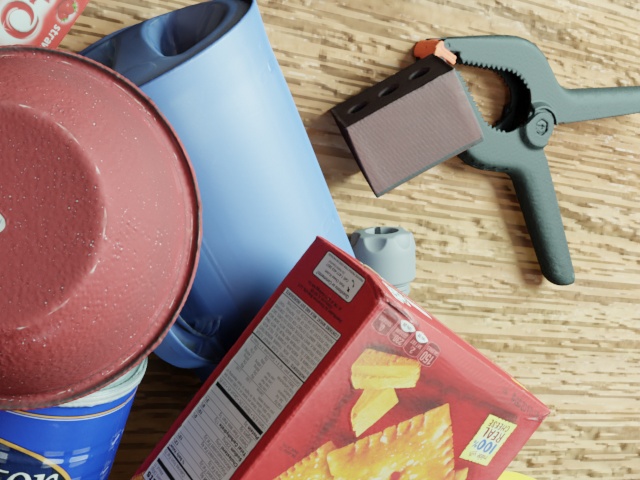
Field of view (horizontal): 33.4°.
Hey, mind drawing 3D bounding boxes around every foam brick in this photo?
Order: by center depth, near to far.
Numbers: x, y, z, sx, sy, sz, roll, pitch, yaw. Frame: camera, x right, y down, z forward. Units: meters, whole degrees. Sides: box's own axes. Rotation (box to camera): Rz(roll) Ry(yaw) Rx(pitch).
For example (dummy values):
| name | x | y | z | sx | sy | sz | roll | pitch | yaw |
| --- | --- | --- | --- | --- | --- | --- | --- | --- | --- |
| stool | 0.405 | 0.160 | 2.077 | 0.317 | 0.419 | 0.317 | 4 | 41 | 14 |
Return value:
| name | x | y | z | sx | sy | sz | roll | pitch | yaw |
| --- | --- | --- | --- | --- | --- | --- | --- | --- | --- |
| foam brick | 0.053 | -0.073 | 0.671 | 0.078 | 0.053 | 0.051 | -29 | 114 | 1 |

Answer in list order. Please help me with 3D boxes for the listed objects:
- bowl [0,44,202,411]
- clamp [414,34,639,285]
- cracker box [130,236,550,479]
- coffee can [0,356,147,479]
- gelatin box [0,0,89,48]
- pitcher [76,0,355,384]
| name | x | y | z | sx | sy | sz | roll | pitch | yaw |
| --- | --- | --- | --- | --- | --- | --- | --- | --- | --- |
| bowl | -0.131 | -0.008 | 0.444 | 0.162 | 0.055 | 0.162 | 0 | 86 | -4 |
| clamp | 0.144 | -0.070 | 0.748 | 0.209 | 0.036 | 0.164 | 24 | 88 | -29 |
| cracker box | 0.000 | 0.129 | 0.555 | 0.214 | 0.072 | 0.164 | -53 | 131 | 0 |
| coffee can | -0.156 | 0.106 | 0.539 | 0.102 | 0.103 | 0.140 | 7 | 114 | -31 |
| gelatin box | -0.160 | -0.138 | 0.562 | 0.073 | 0.030 | 0.089 | 39 | 79 | -30 |
| pitcher | -0.054 | 0.001 | 0.589 | 0.149 | 0.145 | 0.243 | -33 | 117 | -16 |
